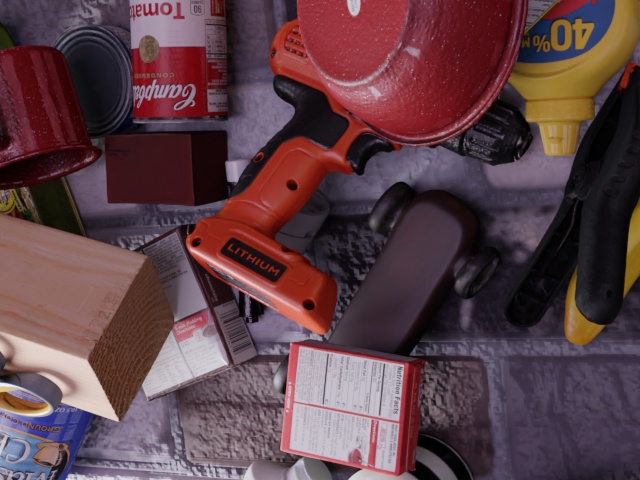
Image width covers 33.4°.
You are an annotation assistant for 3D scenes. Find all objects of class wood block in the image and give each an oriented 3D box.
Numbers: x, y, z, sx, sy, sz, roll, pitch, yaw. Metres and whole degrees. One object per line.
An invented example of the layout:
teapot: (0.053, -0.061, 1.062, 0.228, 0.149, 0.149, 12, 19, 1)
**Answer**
wood block: (-0.221, 0.042, 0.760, 0.206, 0.090, 0.091, 15, 147, 18)

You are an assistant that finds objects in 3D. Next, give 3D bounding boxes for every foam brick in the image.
foam brick: (-0.112, -0.054, 0.785, 0.078, 0.051, 0.053, 3, 99, 26)

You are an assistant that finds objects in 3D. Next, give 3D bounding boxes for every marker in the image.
marker: (-0.055, 0.001, 0.783, 0.020, 0.020, 0.121, -1, 98, 27)

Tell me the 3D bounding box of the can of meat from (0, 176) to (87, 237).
can of meat: (-0.239, -0.004, 0.856, 0.084, 0.057, 0.102, -22, 89, 25)

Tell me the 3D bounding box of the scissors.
scissors: (-0.268, 0.098, 0.767, 0.202, 0.016, 0.096, -3, 135, 35)

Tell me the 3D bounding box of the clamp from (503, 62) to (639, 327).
clamp: (0.163, -0.023, 0.611, 0.039, 0.120, 0.171, 23, 89, -15)

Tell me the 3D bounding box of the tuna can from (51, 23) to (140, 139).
tuna can: (-0.167, -0.121, 0.811, 0.086, 0.033, 0.086, 5, 101, 26)

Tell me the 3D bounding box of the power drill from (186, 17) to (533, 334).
power drill: (0.017, -0.039, 0.677, 0.185, 0.057, 0.187, 26, 76, 22)

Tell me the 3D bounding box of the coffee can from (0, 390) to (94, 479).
coffee can: (-0.238, 0.145, 0.854, 0.103, 0.102, 0.140, 33, 112, 19)

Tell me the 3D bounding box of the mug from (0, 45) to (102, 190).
mug: (-0.218, -0.089, 0.760, 0.093, 0.117, 0.081, -19, 85, 18)

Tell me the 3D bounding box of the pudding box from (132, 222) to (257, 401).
pudding box: (-0.111, 0.054, 0.810, 0.090, 0.039, 0.113, -24, 85, 28)

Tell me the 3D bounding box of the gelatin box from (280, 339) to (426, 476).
gelatin box: (0.021, 0.107, 0.691, 0.089, 0.030, 0.073, 7, 93, 28)

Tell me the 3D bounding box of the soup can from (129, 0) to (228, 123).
soup can: (-0.100, -0.135, 0.756, 0.069, 0.068, 0.102, 3, 99, 27)

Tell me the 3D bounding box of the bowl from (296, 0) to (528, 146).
bowl: (0.036, -0.132, 0.594, 0.162, 0.055, 0.162, 9, 102, 49)
